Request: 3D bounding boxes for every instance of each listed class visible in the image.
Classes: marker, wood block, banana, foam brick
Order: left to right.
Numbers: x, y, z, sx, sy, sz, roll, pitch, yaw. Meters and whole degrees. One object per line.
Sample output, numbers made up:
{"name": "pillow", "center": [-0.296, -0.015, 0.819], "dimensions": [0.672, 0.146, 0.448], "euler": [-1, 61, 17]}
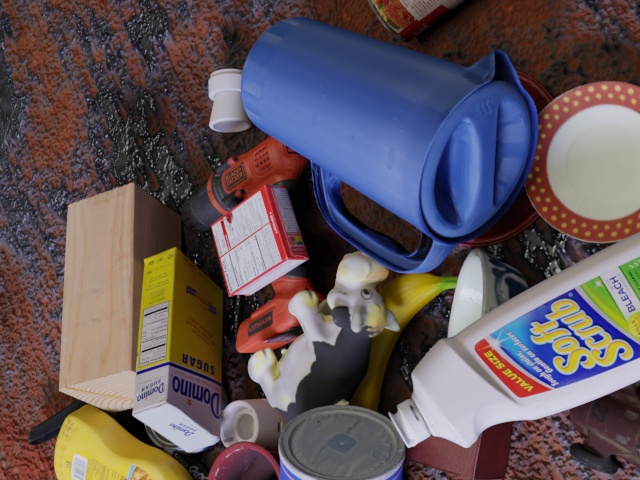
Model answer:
{"name": "wood block", "center": [-0.202, 0.059, 1.094], "dimensions": [0.090, 0.090, 0.206], "euler": [-17, 60, 22]}
{"name": "marker", "center": [-0.117, 0.241, 1.074], "dimensions": [0.121, 0.020, 0.020], "euler": [38, 105, 36]}
{"name": "banana", "center": [0.055, 0.103, 0.953], "dimensions": [0.070, 0.037, 0.198], "euler": [37, 105, 43]}
{"name": "foam brick", "center": [0.112, 0.165, 0.890], "dimensions": [0.078, 0.052, 0.051], "euler": [9, 88, 38]}

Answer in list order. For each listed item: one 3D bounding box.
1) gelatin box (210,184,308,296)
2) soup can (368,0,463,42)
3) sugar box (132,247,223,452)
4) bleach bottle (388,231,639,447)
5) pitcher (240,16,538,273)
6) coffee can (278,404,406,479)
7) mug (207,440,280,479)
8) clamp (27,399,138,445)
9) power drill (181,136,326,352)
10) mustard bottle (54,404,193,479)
{"name": "gelatin box", "center": [-0.056, 0.001, 0.966], "dimensions": [0.089, 0.030, 0.073], "euler": [-34, 66, 41]}
{"name": "soup can", "center": [0.100, -0.235, 0.961], "dimensions": [0.102, 0.068, 0.068], "euler": [-33, 63, 28]}
{"name": "sugar box", "center": [-0.134, 0.104, 1.029], "dimensions": [0.048, 0.093, 0.176], "euler": [-22, 49, 19]}
{"name": "bleach bottle", "center": [0.169, 0.084, 0.771], "dimensions": [0.251, 0.068, 0.102], "euler": [-29, 81, -2]}
{"name": "pitcher", "center": [0.042, -0.092, 0.876], "dimensions": [0.149, 0.145, 0.243], "euler": [-43, 47, -18]}
{"name": "coffee can", "center": [0.017, 0.224, 0.888], "dimensions": [0.103, 0.102, 0.140], "euler": [23, 124, 38]}
{"name": "mug", "center": [-0.053, 0.233, 0.987], "dimensions": [0.117, 0.081, 0.093], "euler": [-12, 75, 35]}
{"name": "clamp", "center": [-0.235, 0.176, 1.162], "dimensions": [0.165, 0.036, 0.210], "euler": [23, 94, 30]}
{"name": "power drill", "center": [-0.065, 0.010, 1.038], "dimensions": [0.185, 0.057, 0.188], "euler": [-30, 70, 46]}
{"name": "mustard bottle", "center": [-0.179, 0.247, 1.069], "dimensions": [0.192, 0.058, 0.096], "euler": [26, 119, 24]}
